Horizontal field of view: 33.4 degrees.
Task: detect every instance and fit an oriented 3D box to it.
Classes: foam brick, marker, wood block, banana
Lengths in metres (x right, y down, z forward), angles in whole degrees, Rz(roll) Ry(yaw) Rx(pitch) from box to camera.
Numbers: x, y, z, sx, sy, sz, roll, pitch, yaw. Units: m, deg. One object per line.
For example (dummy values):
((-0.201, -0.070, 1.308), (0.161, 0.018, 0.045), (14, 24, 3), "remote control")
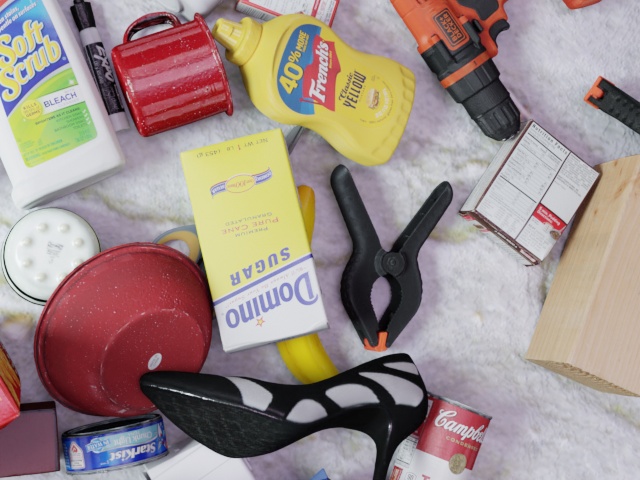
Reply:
((-0.241, 0.161, 0.872), (0.051, 0.078, 0.053), (-4, 86, -14), "foam brick")
((-0.193, -0.153, 0.931), (0.020, 0.020, 0.121), (-18, 91, -15), "marker")
((0.282, 0.034, 1.008), (0.090, 0.090, 0.206), (23, 81, -13), "wood block")
((-0.017, 0.051, 0.960), (0.069, 0.037, 0.198), (-15, 94, -44), "banana")

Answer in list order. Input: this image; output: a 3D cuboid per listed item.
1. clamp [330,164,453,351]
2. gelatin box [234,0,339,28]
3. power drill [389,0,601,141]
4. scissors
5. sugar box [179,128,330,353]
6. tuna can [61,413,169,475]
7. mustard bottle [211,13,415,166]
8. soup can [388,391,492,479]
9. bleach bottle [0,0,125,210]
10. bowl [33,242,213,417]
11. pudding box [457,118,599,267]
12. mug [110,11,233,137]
((0.068, 0.015, 0.981), (0.120, 0.039, 0.171), (-2, 92, -14), "clamp")
((-0.025, -0.231, 0.973), (0.089, 0.030, 0.073), (19, 81, -13), "gelatin box")
((0.181, -0.211, 1.011), (0.187, 0.057, 0.184), (-37, 96, -14), "power drill")
((-0.090, -0.027, 0.953), (0.096, 0.016, 0.202), (21, 82, -13), "scissors")
((-0.056, 0.001, 0.914), (0.093, 0.048, 0.176), (-15, 80, 1), "sugar box")
((-0.170, 0.168, 0.885), (0.086, 0.086, 0.034), (-9, 88, -15), "tuna can")
((-0.010, -0.144, 0.936), (0.191, 0.058, 0.096), (24, 80, -26), "mustard bottle")
((0.106, 0.195, 0.965), (0.068, 0.069, 0.102), (24, 82, -12), "soup can")
((-0.257, -0.159, 0.893), (0.102, 0.068, 0.251), (-25, 91, -15), "bleach bottle")
((-0.148, 0.085, 0.873), (0.161, 0.055, 0.162), (-16, 121, -29), "bowl")
((0.199, -0.045, 1.018), (0.090, 0.039, 0.113), (37, 77, -10), "pudding box")
((-0.133, -0.148, 0.916), (0.081, 0.093, 0.117), (-20, 68, -10), "mug")
